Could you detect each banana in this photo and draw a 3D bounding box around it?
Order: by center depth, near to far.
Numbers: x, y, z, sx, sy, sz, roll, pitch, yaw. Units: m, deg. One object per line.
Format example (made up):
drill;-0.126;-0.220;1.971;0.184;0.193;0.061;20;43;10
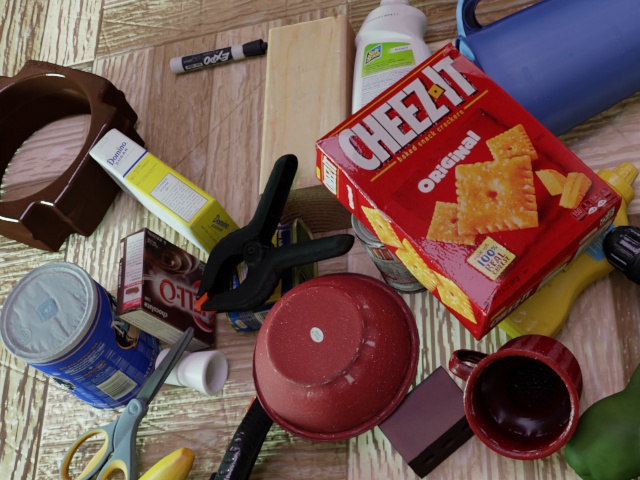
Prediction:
banana;-0.188;0.268;0.986;0.197;0.070;0.037;-44;91;-13

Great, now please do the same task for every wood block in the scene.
wood block;-0.003;-0.120;1.110;0.090;0.090;0.206;-8;60;17

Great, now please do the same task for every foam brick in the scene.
foam brick;0.097;0.160;0.937;0.078;0.053;0.051;-40;56;-2

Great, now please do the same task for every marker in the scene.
marker;-0.119;-0.216;1.253;0.121;0.020;0.020;-9;59;17

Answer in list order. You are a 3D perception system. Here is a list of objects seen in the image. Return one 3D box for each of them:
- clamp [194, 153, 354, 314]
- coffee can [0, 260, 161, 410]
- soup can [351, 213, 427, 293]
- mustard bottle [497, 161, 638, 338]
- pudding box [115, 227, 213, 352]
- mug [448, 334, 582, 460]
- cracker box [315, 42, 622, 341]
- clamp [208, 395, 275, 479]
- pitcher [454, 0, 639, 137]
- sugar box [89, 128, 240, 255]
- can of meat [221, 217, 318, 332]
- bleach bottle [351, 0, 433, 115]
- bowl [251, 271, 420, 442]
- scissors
clamp;-0.057;0.001;1.011;0.172;0.039;0.120;-34;57;17
coffee can;-0.233;0.096;1.051;0.103;0.140;0.103;-10;59;17
soup can;0.075;-0.001;1.005;0.069;0.102;0.068;-10;60;17
mustard bottle;0.222;0.002;0.970;0.096;0.058;0.191;40;82;23
pudding box;-0.152;0.051;1.060;0.039;0.113;0.090;-22;55;29
mug;0.163;0.122;0.894;0.117;0.081;0.093;21;106;17
cracker box;0.124;-0.047;0.921;0.164;0.072;0.214;-38;70;-15
clamp;-0.085;0.223;0.931;0.036;0.165;0.209;23;61;3
pitcher;0.256;-0.195;1.020;0.243;0.149;0.145;-27;56;2
sugar box;-0.160;-0.047;1.131;0.048;0.093;0.176;-47;57;-9
can of meat;-0.050;0.037;1.063;0.084;0.057;0.102;-13;59;16
bleach bottle;0.083;-0.151;1.069;0.103;0.068;0.251;-8;58;16
bowl;0.003;0.093;0.944;0.162;0.055;0.162;-9;63;18
scissors;-0.173;0.183;1.031;0.202;0.016;0.096;-42;63;11
